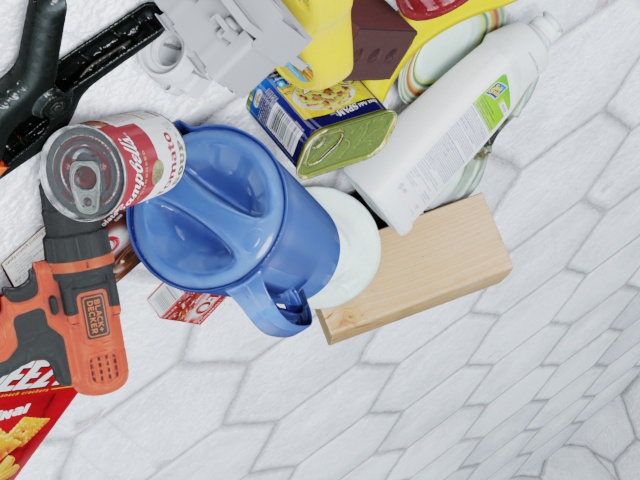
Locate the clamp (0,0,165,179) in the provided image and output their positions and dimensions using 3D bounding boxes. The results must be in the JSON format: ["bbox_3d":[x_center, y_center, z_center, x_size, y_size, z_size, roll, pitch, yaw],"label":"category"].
[{"bbox_3d":[-0.178,-0.106,0.722,0.120,0.039,0.172,-7,148,-51],"label":"clamp"}]

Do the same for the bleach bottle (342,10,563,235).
[{"bbox_3d":[0.139,-0.123,1.045,0.251,0.068,0.102,-44,147,0],"label":"bleach bottle"}]

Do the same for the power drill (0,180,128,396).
[{"bbox_3d":[-0.242,0.043,0.794,0.187,0.184,0.057,-13,-171,-22],"label":"power drill"}]

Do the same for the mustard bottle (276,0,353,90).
[{"bbox_3d":[-0.012,-0.164,0.779,0.058,0.096,0.191,-31,160,-10],"label":"mustard bottle"}]

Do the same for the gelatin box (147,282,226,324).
[{"bbox_3d":[-0.118,0.044,1.070,0.089,0.030,0.073,-45,155,13],"label":"gelatin box"}]

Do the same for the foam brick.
[{"bbox_3d":[0.031,-0.169,0.888,0.078,0.051,0.053,-11,143,-46],"label":"foam brick"}]

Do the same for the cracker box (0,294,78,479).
[{"bbox_3d":[-0.302,0.144,0.935,0.214,0.072,0.163,-51,153,23],"label":"cracker box"}]

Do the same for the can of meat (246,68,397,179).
[{"bbox_3d":[0.000,-0.108,0.910,0.101,0.084,0.057,-21,150,-35],"label":"can of meat"}]

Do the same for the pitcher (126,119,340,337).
[{"bbox_3d":[-0.056,0.001,0.929,0.242,0.145,0.149,31,74,-72],"label":"pitcher"}]

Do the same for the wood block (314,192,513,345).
[{"bbox_3d":[0.091,0.033,1.154,0.206,0.091,0.090,-20,168,-5],"label":"wood block"}]

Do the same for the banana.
[{"bbox_3d":[0.095,-0.180,0.943,0.198,0.069,0.037,-44,-173,10],"label":"banana"}]

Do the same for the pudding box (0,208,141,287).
[{"bbox_3d":[-0.195,0.009,0.892,0.113,0.039,0.090,-42,155,6],"label":"pudding box"}]

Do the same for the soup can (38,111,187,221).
[{"bbox_3d":[-0.148,-0.056,0.777,0.069,0.068,0.102,-50,174,22],"label":"soup can"}]
